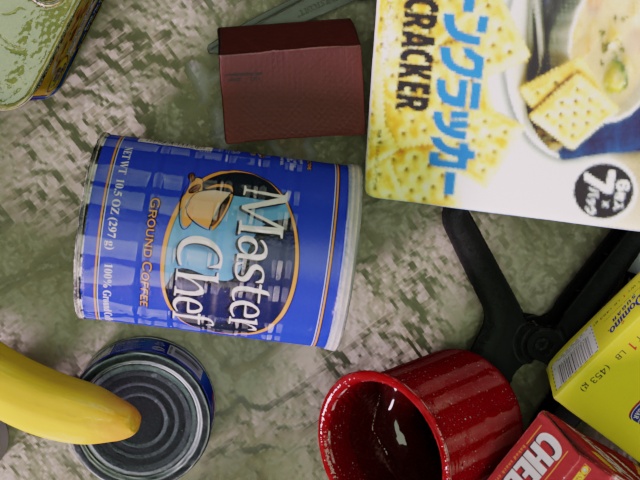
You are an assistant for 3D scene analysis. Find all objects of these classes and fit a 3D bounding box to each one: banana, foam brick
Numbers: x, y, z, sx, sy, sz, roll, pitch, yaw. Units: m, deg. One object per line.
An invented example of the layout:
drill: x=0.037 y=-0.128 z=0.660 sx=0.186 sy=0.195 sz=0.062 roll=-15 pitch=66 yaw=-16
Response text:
banana: x=-0.187 y=0.061 z=0.597 sx=0.198 sy=0.037 sz=0.070 roll=38 pitch=129 yaw=10
foam brick: x=-0.017 y=-0.088 z=0.587 sx=0.078 sy=0.051 sz=0.053 roll=-4 pitch=118 yaw=-3

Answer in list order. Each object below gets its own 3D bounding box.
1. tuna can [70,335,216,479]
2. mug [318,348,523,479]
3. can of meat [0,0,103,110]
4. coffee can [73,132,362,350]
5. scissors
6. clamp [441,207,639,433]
tuna can: x=-0.105 y=0.102 z=0.629 sx=0.086 sy=0.034 sz=0.086 roll=0 pitch=99 yaw=-2
mug: x=0.052 y=0.113 z=0.606 sx=0.117 sy=0.081 sz=0.093 roll=-36 pitch=74 yaw=43
can of meat: x=-0.154 y=-0.122 z=0.567 sx=0.057 sy=0.084 sz=0.102 roll=28 pitch=97 yaw=-6
coffee can: x=-0.054 y=0.001 z=0.580 sx=0.140 sy=0.103 sz=0.103 roll=7 pitch=98 yaw=-3
scissors: x=0.043 y=-0.136 z=0.607 sx=0.202 sy=0.016 sz=0.096 roll=-39 pitch=98 yaw=4
clamp: x=0.118 y=0.050 z=0.627 sx=0.120 sy=0.039 sz=0.171 roll=12 pitch=100 yaw=4
